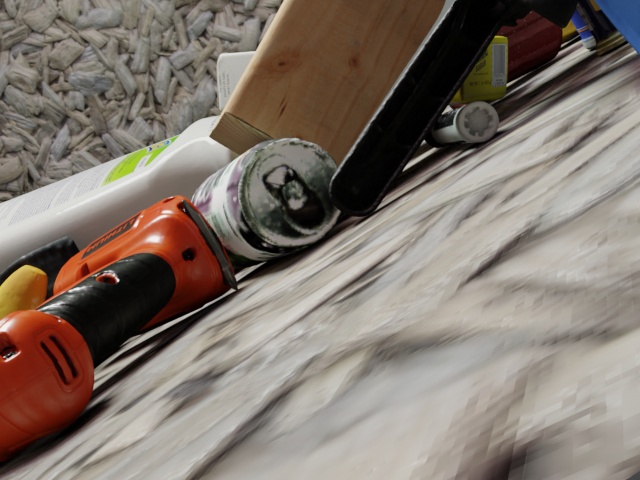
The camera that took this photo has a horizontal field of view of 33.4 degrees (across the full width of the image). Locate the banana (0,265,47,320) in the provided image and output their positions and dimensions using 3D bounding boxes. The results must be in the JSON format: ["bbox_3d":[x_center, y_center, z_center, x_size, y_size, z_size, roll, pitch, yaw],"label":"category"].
[{"bbox_3d":[-0.216,0.087,0.592,0.198,0.070,0.037,-32,-20,25],"label":"banana"}]

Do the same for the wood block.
[{"bbox_3d":[0.030,-0.130,0.588,0.206,0.090,0.091,-62,10,-7],"label":"wood block"}]

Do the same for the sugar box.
[{"bbox_3d":[0.028,-0.111,0.712,0.176,0.048,0.093,4,10,27],"label":"sugar box"}]

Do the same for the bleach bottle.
[{"bbox_3d":[-0.124,-0.018,0.668,0.251,0.068,0.102,-22,24,18],"label":"bleach bottle"}]

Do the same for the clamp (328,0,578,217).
[{"bbox_3d":[0.083,-0.117,0.467,0.209,0.036,0.165,-60,10,-28],"label":"clamp"}]

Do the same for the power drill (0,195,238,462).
[{"bbox_3d":[-0.134,0.054,0.480,0.185,0.057,0.187,-25,10,31],"label":"power drill"}]

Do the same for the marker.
[{"bbox_3d":[0.069,-0.058,0.546,0.020,0.020,0.121,-32,5,-1],"label":"marker"}]
